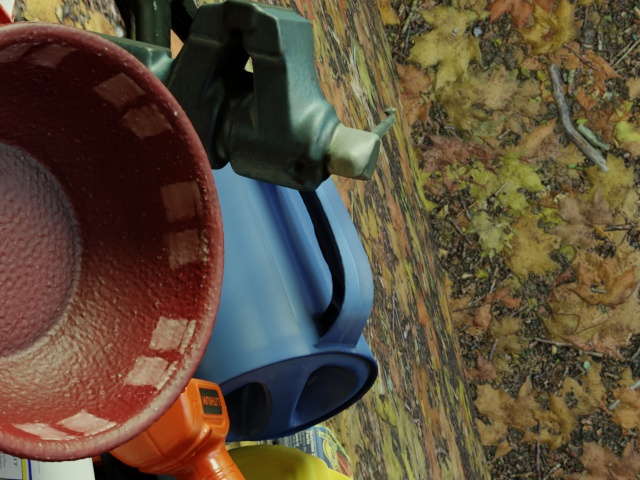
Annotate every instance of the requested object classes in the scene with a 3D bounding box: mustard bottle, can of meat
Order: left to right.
[{"bbox_3d":[-0.021,0.196,0.790,0.191,0.096,0.058,50,29,-64],"label":"mustard bottle"},{"bbox_3d":[-0.002,0.221,0.945,0.102,0.057,0.084,63,15,-48],"label":"can of meat"}]

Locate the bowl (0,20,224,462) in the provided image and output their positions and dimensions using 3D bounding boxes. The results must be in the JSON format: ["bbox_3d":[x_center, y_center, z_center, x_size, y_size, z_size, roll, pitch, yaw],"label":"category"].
[{"bbox_3d":[-0.111,0.001,0.409,0.161,0.055,0.162,8,79,-50],"label":"bowl"}]

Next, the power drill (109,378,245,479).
[{"bbox_3d":[-0.042,0.161,0.530,0.188,0.057,0.184,60,-1,11],"label":"power drill"}]

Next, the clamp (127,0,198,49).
[{"bbox_3d":[-0.125,-0.197,0.876,0.164,0.036,0.210,-12,82,-65],"label":"clamp"}]

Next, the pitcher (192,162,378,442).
[{"bbox_3d":[-0.055,0.001,0.708,0.145,0.149,0.243,68,2,-63],"label":"pitcher"}]
